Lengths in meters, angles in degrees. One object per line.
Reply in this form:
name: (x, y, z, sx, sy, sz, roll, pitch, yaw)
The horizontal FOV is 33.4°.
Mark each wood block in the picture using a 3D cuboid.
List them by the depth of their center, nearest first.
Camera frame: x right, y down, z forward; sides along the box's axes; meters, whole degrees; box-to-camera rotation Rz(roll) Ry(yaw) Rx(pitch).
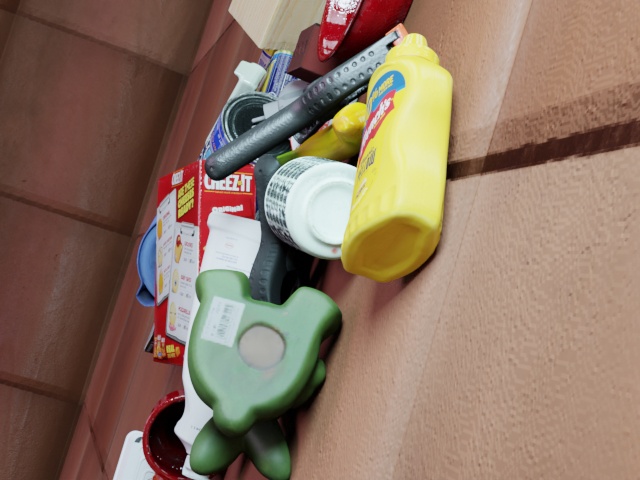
wood block: (-0.022, -0.341, 1.297, 0.091, 0.090, 0.206, 54, 131, 36)

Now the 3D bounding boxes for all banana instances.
banana: (0.018, -0.089, 0.931, 0.069, 0.037, 0.198, -30, 2, -17)

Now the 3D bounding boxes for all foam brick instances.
foam brick: (0.001, -0.200, 1.162, 0.078, 0.051, 0.053, -166, 95, -76)

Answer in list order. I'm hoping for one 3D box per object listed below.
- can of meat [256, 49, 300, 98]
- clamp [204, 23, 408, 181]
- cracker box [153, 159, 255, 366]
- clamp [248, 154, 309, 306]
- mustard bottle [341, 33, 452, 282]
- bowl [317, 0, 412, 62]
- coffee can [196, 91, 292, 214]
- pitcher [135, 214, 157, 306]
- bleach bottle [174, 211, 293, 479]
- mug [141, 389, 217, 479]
can of meat: (-0.053, -0.178, 1.334, 0.102, 0.057, 0.084, 141, 147, -66)
clamp: (0.006, -0.127, 0.969, 0.210, 0.036, 0.164, -33, 0, 28)
cracker box: (-0.126, 0.030, 1.160, 0.164, 0.072, 0.214, 171, 102, -65)
clamp: (-0.027, 0.009, 0.981, 0.039, 0.120, 0.171, 12, 98, 37)
mustard bottle: (0.059, -0.072, 0.761, 0.096, 0.058, 0.191, 124, 160, -55)
bowl: (0.051, -0.237, 1.007, 0.162, 0.055, 0.162, -162, 90, -76)
coffee can: (-0.090, -0.096, 1.277, 0.140, 0.102, 0.102, 128, 156, -53)
pitcher: (-0.168, 0.004, 1.436, 0.243, 0.149, 0.145, -131, 45, -78)
bleach bottle: (-0.092, 0.105, 1.033, 0.068, 0.103, 0.251, 32, -107, -69)
mug: (-0.136, 0.191, 1.121, 0.081, 0.093, 0.117, -173, 105, -81)
